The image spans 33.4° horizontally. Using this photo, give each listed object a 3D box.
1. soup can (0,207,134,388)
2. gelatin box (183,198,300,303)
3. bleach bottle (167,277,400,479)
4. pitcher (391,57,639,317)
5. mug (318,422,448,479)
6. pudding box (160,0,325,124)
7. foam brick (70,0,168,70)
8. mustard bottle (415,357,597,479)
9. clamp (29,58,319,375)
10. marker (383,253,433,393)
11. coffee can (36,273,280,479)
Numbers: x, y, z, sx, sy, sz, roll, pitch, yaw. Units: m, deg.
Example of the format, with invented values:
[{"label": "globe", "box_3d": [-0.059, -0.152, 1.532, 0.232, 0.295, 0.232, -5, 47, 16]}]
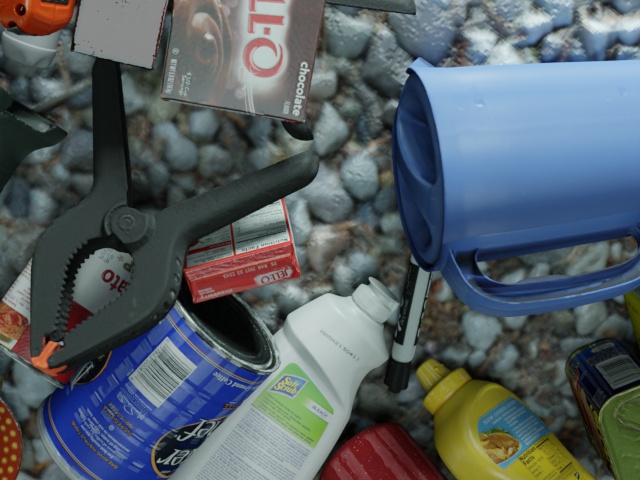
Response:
[{"label": "soup can", "box_3d": [-0.170, 0.038, 0.712, 0.068, 0.069, 0.102, 38, 79, -17]}, {"label": "gelatin box", "box_3d": [-0.055, 0.001, 0.715, 0.073, 0.089, 0.030, -14, 122, -1]}, {"label": "bleach bottle", "box_3d": [-0.026, 0.135, 0.784, 0.102, 0.068, 0.251, 37, 100, -15]}, {"label": "pitcher", "box_3d": [0.175, -0.048, 0.701, 0.242, 0.145, 0.149, -6, 107, -7]}, {"label": "mug", "box_3d": [0.054, 0.196, 0.796, 0.093, 0.082, 0.117, -34, 144, -11]}, {"label": "pudding box", "box_3d": [-0.045, -0.134, 0.651, 0.090, 0.039, 0.113, 9, 99, -7]}, {"label": "foam brick", "box_3d": [-0.123, -0.142, 0.663, 0.051, 0.078, 0.053, 11, 109, -13]}, {"label": "mustard bottle", "box_3d": [0.139, 0.161, 0.776, 0.192, 0.096, 0.058, 48, 127, 18]}, {"label": "clamp", "box_3d": [-0.124, -0.015, 0.669, 0.165, 0.036, 0.210, 34, 77, 12]}, {"label": "marker", "box_3d": [0.066, 0.058, 0.788, 0.020, 0.020, 0.121, 8, 109, -9]}, {"label": "coffee can", "box_3d": [-0.111, 0.099, 0.734, 0.102, 0.103, 0.140, 39, 105, -18]}]
